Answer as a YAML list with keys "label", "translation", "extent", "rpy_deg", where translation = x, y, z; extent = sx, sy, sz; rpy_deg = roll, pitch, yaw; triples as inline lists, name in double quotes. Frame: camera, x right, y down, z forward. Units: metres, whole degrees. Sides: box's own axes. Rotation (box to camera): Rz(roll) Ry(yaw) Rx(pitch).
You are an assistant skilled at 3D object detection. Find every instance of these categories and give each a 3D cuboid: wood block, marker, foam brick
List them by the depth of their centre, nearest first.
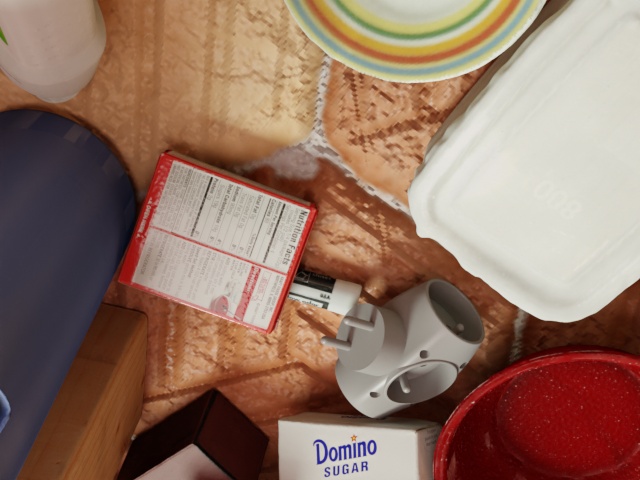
- label: "wood block"
  translation: [-0.167, 0.123, 0.576]
  extent: [0.091, 0.206, 0.090]
  rpy_deg: [12, 123, 3]
- label: "marker"
  translation: [-0.037, 0.018, 0.596]
  extent: [0.121, 0.020, 0.020]
  rpy_deg: [16, 123, 1]
- label: "foam brick"
  translation: [-0.081, 0.140, 0.661]
  extent: [0.078, 0.053, 0.051]
  rpy_deg: [-34, 110, 28]

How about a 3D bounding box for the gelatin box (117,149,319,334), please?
- label: "gelatin box"
  translation: [-0.054, 0.001, 0.569]
  extent: [0.089, 0.030, 0.073]
  rpy_deg: [20, 98, -2]

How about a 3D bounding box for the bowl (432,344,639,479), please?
- label: "bowl"
  translation: [0.144, 0.115, 0.595]
  extent: [0.162, 0.055, 0.162]
  rpy_deg: [3, 118, 6]

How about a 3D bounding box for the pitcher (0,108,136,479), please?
- label: "pitcher"
  translation: [-0.182, 0.038, 0.504]
  extent: [0.149, 0.242, 0.145]
  rpy_deg: [16, 123, 1]

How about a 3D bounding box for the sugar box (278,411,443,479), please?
- label: "sugar box"
  translation: [0.024, 0.191, 0.616]
  extent: [0.093, 0.048, 0.176]
  rpy_deg: [-1, 86, 30]
